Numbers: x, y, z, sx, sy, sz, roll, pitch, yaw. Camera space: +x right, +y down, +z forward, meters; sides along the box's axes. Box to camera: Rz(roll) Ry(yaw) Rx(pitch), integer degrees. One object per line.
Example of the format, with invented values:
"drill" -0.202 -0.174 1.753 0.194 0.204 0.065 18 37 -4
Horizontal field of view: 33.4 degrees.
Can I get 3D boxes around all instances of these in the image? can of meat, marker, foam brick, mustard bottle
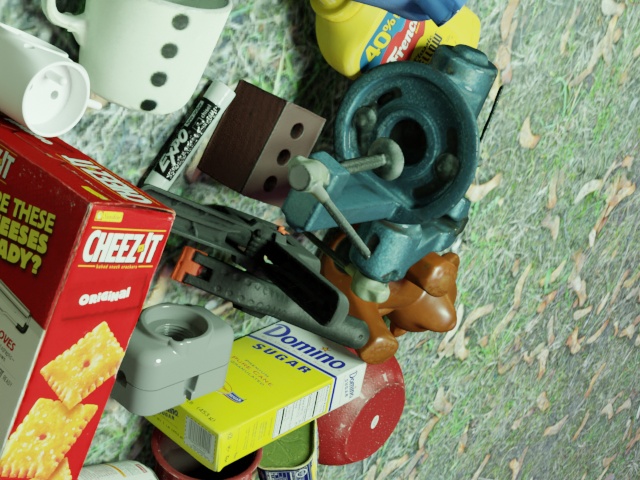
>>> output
"can of meat" -0.030 0.188 0.983 0.084 0.057 0.102 84 6 -46
"marker" -0.102 -0.060 0.761 0.121 0.020 0.020 -56 146 -5
"foam brick" -0.044 -0.071 0.798 0.052 0.051 0.078 17 102 -55
"mustard bottle" 0.049 -0.164 0.812 0.191 0.058 0.096 18 108 -55

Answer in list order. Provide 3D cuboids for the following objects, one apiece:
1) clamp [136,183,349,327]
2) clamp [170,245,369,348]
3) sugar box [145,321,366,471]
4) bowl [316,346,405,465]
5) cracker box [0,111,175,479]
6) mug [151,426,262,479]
"clamp" -0.055 0.001 0.787 0.036 0.164 0.210 -60 -177 5
"clamp" -0.040 0.045 0.841 0.171 0.120 0.039 22 84 -53
"sugar box" -0.053 0.124 0.903 0.175 0.093 0.048 -23 133 -43
"bowl" 0.037 0.173 1.093 0.161 0.055 0.162 -32 137 -35
"cracker box" -0.188 0.045 0.601 0.072 0.164 0.214 4 113 -55
"mug" -0.097 0.194 0.915 0.117 0.093 0.081 -62 167 -55
